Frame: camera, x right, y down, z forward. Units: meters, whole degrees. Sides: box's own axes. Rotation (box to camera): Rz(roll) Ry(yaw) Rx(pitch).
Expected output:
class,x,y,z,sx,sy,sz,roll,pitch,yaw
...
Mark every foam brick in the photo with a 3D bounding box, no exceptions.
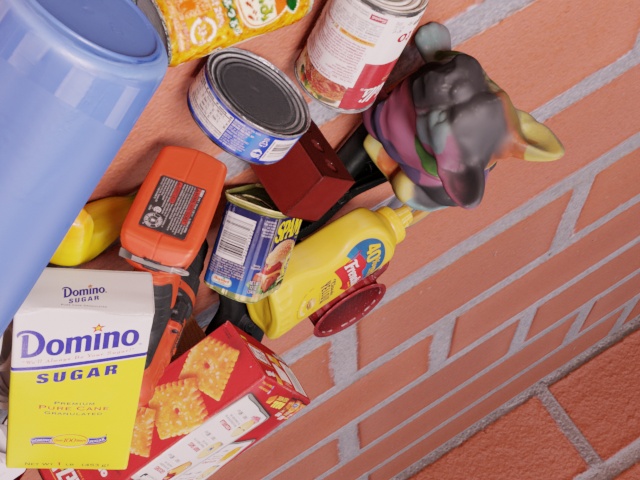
class,x,y,z,sx,sy,sz,roll,pitch,yaw
foam brick,-0.019,-0.062,0.884,0.051,0.078,0.052,-42,158,21

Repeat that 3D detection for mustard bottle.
class,x,y,z,sx,sy,sz,roll,pitch,yaw
mustard bottle,0.016,0.018,1.062,0.191,0.058,0.096,-32,152,-24

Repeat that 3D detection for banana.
class,x,y,z,sx,sy,sz,roll,pitch,yaw
banana,-0.168,-0.011,0.761,0.070,0.037,0.197,-50,-177,10

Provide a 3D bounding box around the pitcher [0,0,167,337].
class,x,y,z,sx,sy,sz,roll,pitch,yaw
pitcher,-0.191,-0.045,0.617,0.144,0.149,0.243,15,125,-45

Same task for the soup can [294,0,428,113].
class,x,y,z,sx,sy,sz,roll,pitch,yaw
soup can,0.029,-0.152,0.777,0.068,0.068,0.102,-20,155,-35

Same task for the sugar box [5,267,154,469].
class,x,y,z,sx,sy,sz,roll,pitch,yaw
sugar box,-0.175,0.096,0.762,0.093,0.048,0.176,3,134,-15

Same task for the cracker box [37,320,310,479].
class,x,y,z,sx,sy,sz,roll,pitch,yaw
cracker box,-0.129,0.173,0.982,0.214,0.072,0.164,-36,159,2

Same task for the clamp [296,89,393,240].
class,x,y,z,sx,sy,sz,roll,pitch,yaw
clamp,0.017,-0.052,1.020,0.210,0.036,0.164,-39,161,6

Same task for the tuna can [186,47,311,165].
class,x,y,z,sx,sy,sz,roll,pitch,yaw
tuna can,-0.051,-0.095,0.756,0.085,0.086,0.034,-9,148,-49

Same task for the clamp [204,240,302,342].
class,x,y,z,sx,sy,sz,roll,pitch,yaw
clamp,-0.086,0.072,1.084,0.120,0.039,0.171,7,113,-48

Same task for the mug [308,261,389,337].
class,x,y,z,sx,sy,sz,roll,pitch,yaw
mug,0.020,0.038,1.153,0.117,0.081,0.093,-39,159,11

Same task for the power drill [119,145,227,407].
class,x,y,z,sx,sy,sz,roll,pitch,yaw
power drill,-0.118,0.016,0.835,0.188,0.057,0.184,108,-2,-49

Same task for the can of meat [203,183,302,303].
class,x,y,z,sx,sy,sz,roll,pitch,yaw
can of meat,-0.056,0.001,0.924,0.102,0.057,0.084,-26,135,-73
